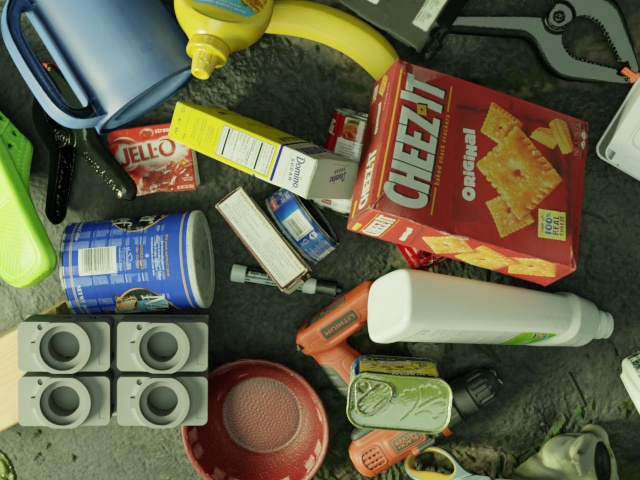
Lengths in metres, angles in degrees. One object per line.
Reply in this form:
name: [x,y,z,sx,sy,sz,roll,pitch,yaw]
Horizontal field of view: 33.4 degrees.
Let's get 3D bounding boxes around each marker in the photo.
marker: [-0.036,0.044,1.155,0.121,0.020,0.020,9,101,3]

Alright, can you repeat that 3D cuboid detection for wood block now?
wood block: [-0.339,0.149,1.164,0.206,0.090,0.091,-27,96,9]

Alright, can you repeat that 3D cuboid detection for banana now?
banana: [0.012,-0.203,1.096,0.198,0.037,0.070,31,106,-1]

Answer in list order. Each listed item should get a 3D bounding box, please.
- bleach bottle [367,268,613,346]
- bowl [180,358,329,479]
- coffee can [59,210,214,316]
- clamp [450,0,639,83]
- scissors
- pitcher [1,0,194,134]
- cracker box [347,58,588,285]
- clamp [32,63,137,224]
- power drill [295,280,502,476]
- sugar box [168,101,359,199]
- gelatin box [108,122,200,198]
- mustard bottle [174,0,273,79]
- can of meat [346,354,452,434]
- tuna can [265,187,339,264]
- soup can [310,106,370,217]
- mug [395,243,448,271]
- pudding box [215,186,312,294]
bleach bottle: [0.182,0.077,1.094,0.250,0.103,0.068,7,74,-20]
bowl: [-0.068,0.199,1.167,0.162,0.055,0.162,1,101,5]
coffee can: [-0.190,0.025,1.122,0.140,0.102,0.103,-5,100,6]
clamp: [0.240,-0.235,1.072,0.210,0.036,0.165,32,103,1]
scissors: [0.161,0.272,1.111,0.016,0.202,0.096,29,79,-44]
pitcher: [-0.238,-0.232,1.062,0.145,0.149,0.243,-34,93,10]
cracker box: [0.148,-0.065,1.034,0.213,0.072,0.164,16,68,-13]
clamp: [-0.253,-0.105,1.123,0.120,0.039,0.171,-6,98,23]
power drill: [0.077,0.139,1.144,0.184,0.057,0.187,-33,95,6]
sugar box: [-0.056,-0.090,1.061,0.176,0.093,0.048,22,102,27]
gelatin box: [-0.177,-0.087,1.137,0.089,0.030,0.073,-6,100,6]
mustard bottle: [-0.090,-0.244,1.044,0.096,0.058,0.191,17,69,-3]
can of meat: [0.078,0.152,1.075,0.102,0.084,0.057,4,100,1]
tuna can: [-0.018,-0.019,1.109,0.034,0.086,0.086,-38,95,8]
soup can: [0.034,-0.080,1.102,0.068,0.068,0.102,16,102,2]
mug: [0.104,-0.018,1.087,0.093,0.117,0.081,-32,92,33]
pudding box: [-0.057,0.001,1.103,0.039,0.090,0.113,-40,84,0]
